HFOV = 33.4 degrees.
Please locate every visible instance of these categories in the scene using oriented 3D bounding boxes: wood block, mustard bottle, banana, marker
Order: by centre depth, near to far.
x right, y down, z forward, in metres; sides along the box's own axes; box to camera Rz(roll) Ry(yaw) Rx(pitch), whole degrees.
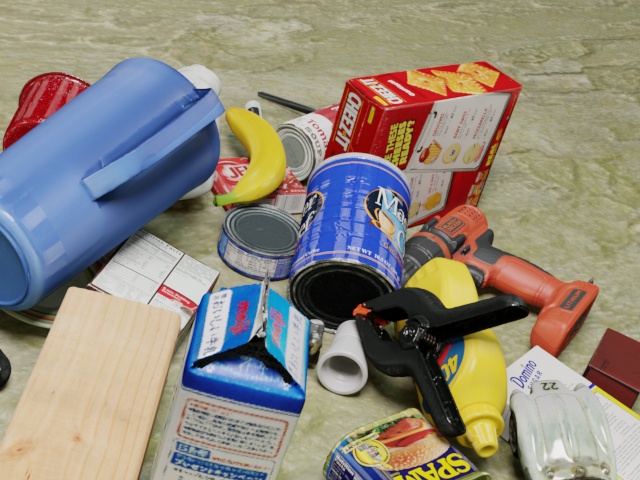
[{"bbox_3d":[-0.164,0.136,0.747,0.090,0.091,0.206,14,33,-5],"label":"wood block"},{"bbox_3d":[0.115,0.108,0.911,0.058,0.096,0.191,15,33,-22],"label":"mustard bottle"},{"bbox_3d":[-0.069,-0.090,1.109,0.069,0.037,0.198,13,31,-9],"label":"banana"},{"bbox_3d":[-0.074,-0.124,1.229,0.020,0.020,0.121,8,34,-14],"label":"marker"}]

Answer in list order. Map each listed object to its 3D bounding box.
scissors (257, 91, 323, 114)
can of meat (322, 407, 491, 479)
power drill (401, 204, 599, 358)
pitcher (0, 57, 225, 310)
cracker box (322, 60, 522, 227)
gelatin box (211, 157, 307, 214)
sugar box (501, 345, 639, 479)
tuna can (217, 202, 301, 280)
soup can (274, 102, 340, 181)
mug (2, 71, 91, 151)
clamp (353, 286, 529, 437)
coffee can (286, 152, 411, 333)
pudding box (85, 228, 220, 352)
[{"bbox_3d":[0.010,-0.153,1.265,0.202,0.096,0.016,26,73,9],"label":"scissors"},{"bbox_3d":[0.065,0.182,0.818,0.101,0.057,0.084,-12,41,-38],"label":"can of meat"},{"bbox_3d":[0.169,0.044,1.064,0.188,0.057,0.184,33,39,20],"label":"power drill"},{"bbox_3d":[-0.193,-0.051,0.891,0.145,0.149,0.242,27,42,15],"label":"pitcher"},{"bbox_3d":[0.102,-0.099,1.143,0.213,0.164,0.072,-14,43,-39],"label":"cracker box"},{"bbox_3d":[-0.069,-0.058,1.126,0.089,0.030,0.073,-4,39,-30],"label":"gelatin box"},{"bbox_3d":[0.229,0.170,0.921,0.176,0.048,0.093,34,38,28],"label":"sugar box"},{"bbox_3d":[-0.057,0.001,1.042,0.086,0.034,0.086,12,34,-8],"label":"tuna can"},{"bbox_3d":[-0.004,-0.111,1.197,0.069,0.069,0.102,34,36,23],"label":"soup can"},{"bbox_3d":[-0.252,-0.106,1.053,0.117,0.093,0.081,2,38,4],"label":"mug"},{"bbox_3d":[0.093,0.075,0.873,0.039,0.120,0.172,42,-5,-38],"label":"clamp"},{"bbox_3d":[0.029,0.002,0.992,0.102,0.103,0.140,15,47,-5],"label":"coffee can"},{"bbox_3d":[-0.146,0.044,0.920,0.090,0.039,0.113,29,29,-1],"label":"pudding box"}]
